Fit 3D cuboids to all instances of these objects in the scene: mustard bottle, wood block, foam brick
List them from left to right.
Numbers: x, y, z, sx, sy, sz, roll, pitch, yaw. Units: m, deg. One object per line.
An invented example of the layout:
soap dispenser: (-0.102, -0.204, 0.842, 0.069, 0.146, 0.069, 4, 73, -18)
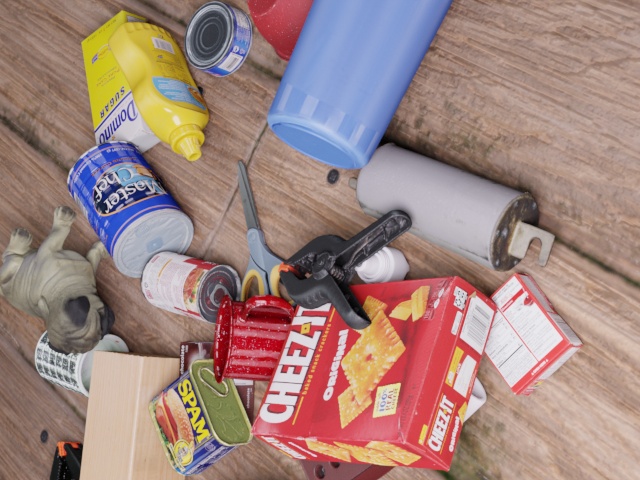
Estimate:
wood block: (-0.212, 0.235, 1.234, 0.091, 0.090, 0.206, 1, 83, 39)
mustard bottle: (-0.183, -0.173, 1.277, 0.058, 0.096, 0.192, -41, 59, 26)
foam brick: (0.029, 0.219, 1.065, 0.078, 0.051, 0.053, -42, 59, 26)

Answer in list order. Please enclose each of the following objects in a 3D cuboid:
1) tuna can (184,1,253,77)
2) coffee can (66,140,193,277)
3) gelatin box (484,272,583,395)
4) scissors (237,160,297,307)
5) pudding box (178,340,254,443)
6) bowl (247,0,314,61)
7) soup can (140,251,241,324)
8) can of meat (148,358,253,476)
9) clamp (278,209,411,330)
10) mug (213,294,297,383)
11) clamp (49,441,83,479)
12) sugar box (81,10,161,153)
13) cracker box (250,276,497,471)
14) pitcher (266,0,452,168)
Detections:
tuna can: (-0.123, -0.242, 1.280, 0.086, 0.033, 0.086, -8, 77, 38)
coffee can: (-0.230, -0.039, 1.287, 0.103, 0.102, 0.140, -53, 54, 19)
gelatin box: (0.184, 0.085, 0.977, 0.073, 0.030, 0.089, -49, 56, 24)
scissors: (-0.058, 0.001, 1.197, 0.096, 0.016, 0.202, -8, 77, 36)
pudding box: (-0.118, 0.170, 1.201, 0.090, 0.039, 0.113, -3, 81, 39)
bowl: (-0.035, -0.282, 1.173, 0.162, 0.055, 0.162, -26, 58, 51)
soup can: (-0.150, 0.053, 1.229, 0.102, 0.068, 0.068, 12, 90, 40)
can of meat: (-0.131, 0.192, 1.148, 0.084, 0.057, 0.102, -40, 63, 31)
clamp: (0.013, 0.038, 1.024, 0.172, 0.039, 0.120, -19, 39, 52)
mug: (-0.062, 0.098, 1.116, 0.093, 0.081, 0.117, -99, 21, -45)
clamp: (-0.307, 0.356, 1.323, 0.165, 0.036, 0.210, -34, 61, 30)
sugar box: (-0.255, -0.195, 1.370, 0.094, 0.048, 0.176, -27, 64, 37)
cracker box: (0.045, 0.122, 1.000, 0.214, 0.072, 0.164, -8, 53, 48)
pitcher: (0.041, -0.196, 1.048, 0.145, 0.149, 0.243, 19, 79, 34)
